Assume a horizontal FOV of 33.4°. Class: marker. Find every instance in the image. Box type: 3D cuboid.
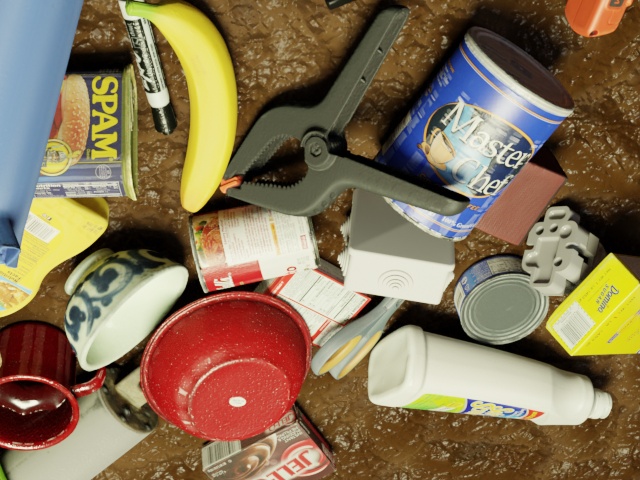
[{"bbox_3d":[-0.133,-0.135,0.830,0.020,0.020,0.121,-12,127,-1],"label":"marker"}]

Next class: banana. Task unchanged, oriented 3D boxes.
[{"bbox_3d":[-0.098,-0.112,0.837,0.069,0.037,0.198,-19,129,-9],"label":"banana"}]

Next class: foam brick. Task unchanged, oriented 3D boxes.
[{"bbox_3d":[0.166,-0.046,0.925,0.051,0.053,0.078,18,120,-22],"label":"foam brick"}]

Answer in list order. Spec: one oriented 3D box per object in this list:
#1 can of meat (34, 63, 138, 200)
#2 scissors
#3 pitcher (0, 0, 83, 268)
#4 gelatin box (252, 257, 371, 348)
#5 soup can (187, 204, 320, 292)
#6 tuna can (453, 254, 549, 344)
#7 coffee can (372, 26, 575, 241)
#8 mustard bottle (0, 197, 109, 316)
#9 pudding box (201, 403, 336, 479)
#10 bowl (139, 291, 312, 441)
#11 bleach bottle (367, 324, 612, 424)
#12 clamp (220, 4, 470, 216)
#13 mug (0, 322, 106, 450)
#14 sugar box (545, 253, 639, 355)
[{"bbox_3d":[-0.183,-0.082,0.811,0.084,0.102,0.057,-2,161,-4],"label":"can of meat"},{"bbox_3d":[0.056,0.060,0.980,0.096,0.016,0.202,-13,143,-53],"label":"scissors"},{"bbox_3d":[-0.245,-0.112,0.721,0.149,0.145,0.243,17,92,-15],"label":"pitcher"},{"bbox_3d":[-0.010,0.053,0.983,0.089,0.030,0.073,28,116,-27],"label":"gelatin box"},{"bbox_3d":[-0.056,0.001,0.913,0.102,0.068,0.068,-12,127,-1],"label":"soup can"},{"bbox_3d":[0.171,0.056,1.012,0.086,0.034,0.086,-5,127,-6],"label":"tuna can"},{"bbox_3d":[0.119,-0.084,0.856,0.102,0.103,0.140,24,119,-25],"label":"coffee can"},{"bbox_3d":[-0.271,0.012,0.890,0.192,0.058,0.096,-41,121,19],"label":"mustard bottle"},{"bbox_3d":[-0.053,0.224,1.096,0.113,0.039,0.090,-27,126,11],"label":"pudding box"},{"bbox_3d":[-0.078,0.126,0.955,0.162,0.055,0.162,-8,123,-13],"label":"bowl"},{"bbox_3d":[0.178,0.142,1.046,0.250,0.068,0.103,12,157,-19],"label":"bleach bottle"},{"bbox_3d":[0.012,-0.066,0.843,0.210,0.036,0.164,-26,83,30],"label":"clamp"},{"bbox_3d":[-0.251,0.126,0.964,0.117,0.081,0.093,-14,127,1],"label":"mug"},{"bbox_3d":[0.290,0.062,0.984,0.175,0.048,0.093,7,129,-46],"label":"sugar box"}]
